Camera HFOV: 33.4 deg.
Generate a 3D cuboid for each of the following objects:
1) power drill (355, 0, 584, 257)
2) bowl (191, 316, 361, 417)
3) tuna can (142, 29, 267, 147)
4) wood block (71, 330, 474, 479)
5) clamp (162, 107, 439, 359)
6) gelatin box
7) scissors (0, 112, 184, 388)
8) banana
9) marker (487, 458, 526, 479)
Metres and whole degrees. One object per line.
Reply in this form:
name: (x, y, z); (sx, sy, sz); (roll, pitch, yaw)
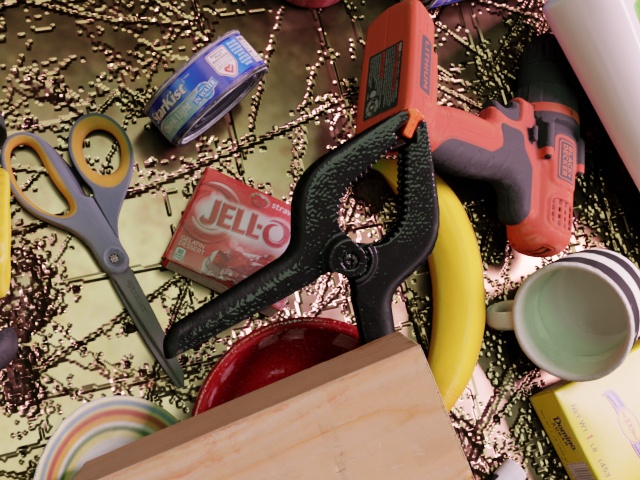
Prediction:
power drill: (0.116, -0.097, 0.764); (0.187, 0.057, 0.184); (22, 61, -31)
bowl: (-0.010, 0.134, 0.701); (0.162, 0.055, 0.162); (4, 75, -15)
tuna can: (-0.077, -0.102, 0.725); (0.086, 0.086, 0.034); (-42, 92, -21)
wood block: (-0.028, 0.135, 0.603); (0.206, 0.091, 0.090); (-22, 91, -3)
clamp: (0.005, 0.012, 0.660); (0.164, 0.036, 0.210); (17, 92, -10)
gelatin box: (-0.055, 0.001, 0.735); (0.089, 0.030, 0.073); (26, 71, -8)
scissors: (-0.131, -0.005, 0.723); (0.202, 0.016, 0.096); (46, 69, -1)
banana: (0.083, 0.023, 0.767); (0.069, 0.037, 0.198); (-16, 79, 0)
marker: (0.096, 0.198, 0.733); (0.121, 0.020, 0.020); (-41, 90, -20)
